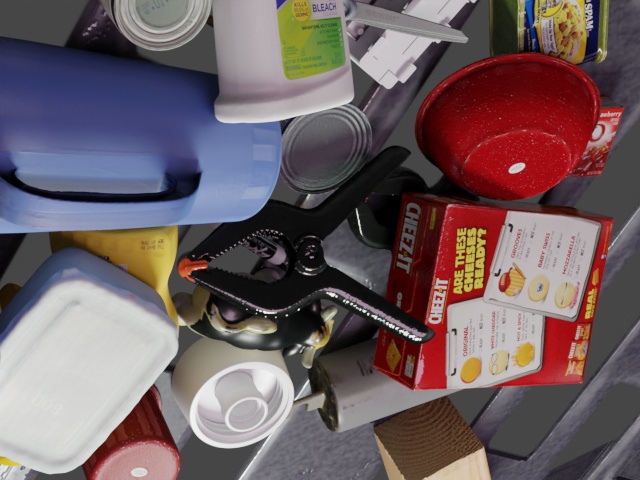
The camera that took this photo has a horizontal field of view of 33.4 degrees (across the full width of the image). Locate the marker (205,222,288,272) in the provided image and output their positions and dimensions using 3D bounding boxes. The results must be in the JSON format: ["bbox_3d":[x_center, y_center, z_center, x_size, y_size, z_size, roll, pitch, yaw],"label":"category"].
[{"bbox_3d":[-0.056,0.001,0.919,0.020,0.020,0.121,-49,131,10],"label":"marker"}]

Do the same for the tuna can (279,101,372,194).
[{"bbox_3d":[-0.003,-0.083,0.879,0.086,0.034,0.086,-14,127,-19],"label":"tuna can"}]

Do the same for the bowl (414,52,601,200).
[{"bbox_3d":[0.163,-0.083,0.910,0.162,0.055,0.162,-2,144,-2],"label":"bowl"}]

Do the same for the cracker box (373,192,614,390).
[{"bbox_3d":[0.159,0.046,0.971,0.213,0.072,0.164,3,100,-35],"label":"cracker box"}]

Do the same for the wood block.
[{"bbox_3d":[0.134,0.278,1.170,0.090,0.091,0.206,-25,131,-9],"label":"wood block"}]

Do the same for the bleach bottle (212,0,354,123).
[{"bbox_3d":[-0.036,-0.210,0.707,0.102,0.068,0.251,-21,109,-46],"label":"bleach bottle"}]

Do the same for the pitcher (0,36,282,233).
[{"bbox_3d":[-0.145,-0.062,0.732,0.242,0.149,0.145,0,165,-38],"label":"pitcher"}]

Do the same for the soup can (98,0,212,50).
[{"bbox_3d":[-0.119,-0.175,0.705,0.068,0.102,0.068,-14,128,-20],"label":"soup can"}]

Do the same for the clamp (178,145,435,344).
[{"bbox_3d":[-0.005,0.021,0.853,0.209,0.036,0.164,-13,86,-18],"label":"clamp"}]

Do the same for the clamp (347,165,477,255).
[{"bbox_3d":[0.074,-0.010,0.968,0.171,0.039,0.120,21,101,-37],"label":"clamp"}]

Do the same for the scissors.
[{"bbox_3d":[0.008,-0.189,0.773,0.201,0.016,0.096,-1,113,0],"label":"scissors"}]

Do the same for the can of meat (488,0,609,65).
[{"bbox_3d":[0.190,-0.188,0.894,0.083,0.057,0.102,-19,128,-13],"label":"can of meat"}]

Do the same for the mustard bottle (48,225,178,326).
[{"bbox_3d":[-0.163,0.058,0.866,0.096,0.058,0.192,5,124,2],"label":"mustard bottle"}]

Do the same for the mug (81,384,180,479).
[{"bbox_3d":[-0.174,0.190,0.947,0.093,0.082,0.117,-8,125,-24],"label":"mug"}]
